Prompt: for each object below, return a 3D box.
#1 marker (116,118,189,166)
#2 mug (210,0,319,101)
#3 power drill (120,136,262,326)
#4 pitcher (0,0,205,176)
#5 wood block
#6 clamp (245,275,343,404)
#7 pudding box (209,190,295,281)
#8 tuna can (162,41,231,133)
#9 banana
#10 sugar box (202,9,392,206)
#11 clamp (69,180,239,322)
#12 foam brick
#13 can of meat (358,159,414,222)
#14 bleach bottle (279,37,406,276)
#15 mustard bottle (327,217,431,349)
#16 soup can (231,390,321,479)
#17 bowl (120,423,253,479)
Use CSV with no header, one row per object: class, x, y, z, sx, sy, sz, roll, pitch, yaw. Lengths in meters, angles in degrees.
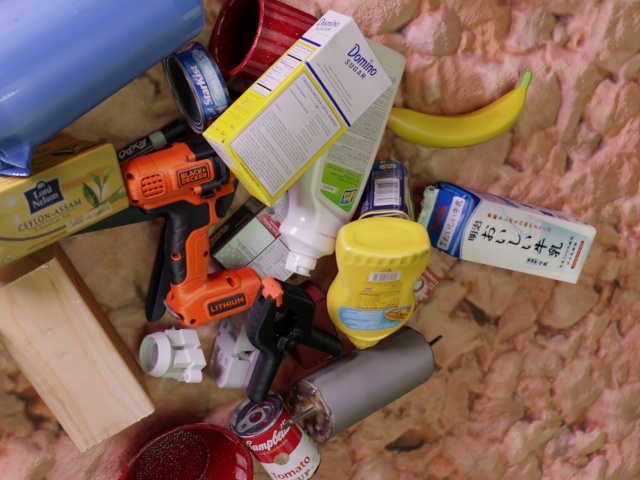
marker,-0.186,-0.089,1.075,0.121,0.020,0.020,-31,121,-12
mug,-0.056,-0.187,1.061,0.081,0.093,0.117,14,120,-35
power drill,-0.102,-0.018,1.081,0.184,0.057,0.188,-17,116,-20
pitcher,-0.233,-0.182,0.948,0.242,0.145,0.149,-36,126,-19
wood block,-0.258,0.099,1.072,0.090,0.091,0.206,-29,121,-6
clamp,-0.045,0.106,1.130,0.120,0.039,0.171,-40,140,-11
pudding box,-0.058,0.001,1.165,0.113,0.039,0.090,-43,122,-2
tuna can,-0.120,-0.150,1.042,0.033,0.086,0.086,-26,120,-17
banana,0.159,-0.139,1.216,0.197,0.037,0.069,-17,100,-20
sugar box,-0.020,-0.128,1.025,0.176,0.048,0.093,-47,131,-11
clamp,-0.152,-0.022,1.109,0.210,0.036,0.164,-40,128,-11
foam brick,-0.015,0.097,1.217,0.051,0.053,0.078,-25,120,-15
can of meat,0.075,-0.027,1.175,0.057,0.084,0.102,-4,138,10
bleach bottle,0.007,-0.087,1.116,0.102,0.068,0.251,16,92,-36
mustard bottle,0.057,0.057,1.160,0.096,0.058,0.192,-2,139,-10
soup can,-0.050,0.233,1.249,0.068,0.069,0.102,-37,123,-8
bowl,-0.160,0.267,1.216,0.161,0.055,0.162,-10,115,-23
